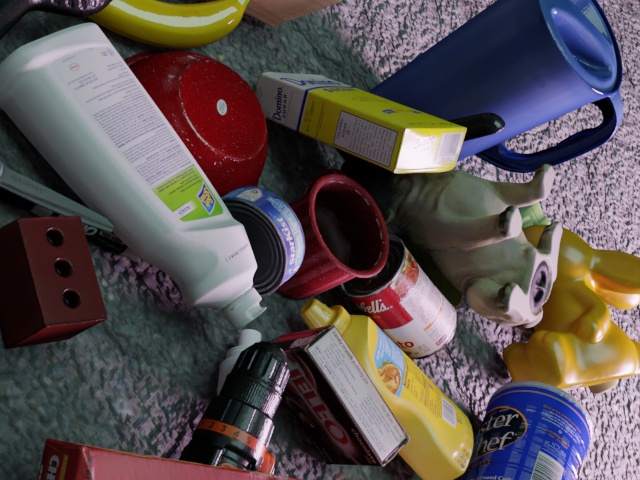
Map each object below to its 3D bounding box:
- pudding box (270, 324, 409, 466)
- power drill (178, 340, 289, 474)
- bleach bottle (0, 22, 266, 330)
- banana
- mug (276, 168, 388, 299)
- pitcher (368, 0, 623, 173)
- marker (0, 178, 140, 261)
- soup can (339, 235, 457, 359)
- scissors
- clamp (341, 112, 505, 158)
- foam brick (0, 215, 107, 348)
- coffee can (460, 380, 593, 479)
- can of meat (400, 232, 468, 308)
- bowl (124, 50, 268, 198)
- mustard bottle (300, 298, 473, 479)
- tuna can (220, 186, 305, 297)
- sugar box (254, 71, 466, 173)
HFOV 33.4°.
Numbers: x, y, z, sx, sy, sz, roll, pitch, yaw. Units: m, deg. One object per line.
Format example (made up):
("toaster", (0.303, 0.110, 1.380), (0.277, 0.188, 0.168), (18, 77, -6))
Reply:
("pudding box", (0.008, 0.123, 0.841), (0.039, 0.090, 0.113), (-40, 100, -27))
("power drill", (-0.020, 0.190, 0.776), (0.187, 0.057, 0.184), (36, 65, -23))
("bleach bottle", (-0.131, -0.037, 0.787), (0.251, 0.068, 0.102), (53, 39, -2))
("banana", (-0.145, -0.199, 0.888), (0.197, 0.037, 0.069), (4, 90, -31))
("mug", (-0.002, -0.009, 0.916), (0.093, 0.082, 0.117), (28, 51, -35))
("pitcher", (0.165, -0.144, 1.045), (0.144, 0.243, 0.149), (18, 57, -40))
("marker", (-0.181, -0.016, 0.777), (0.121, 0.020, 0.020), (28, 50, -34))
("soup can", (0.071, 0.052, 0.957), (0.102, 0.069, 0.068), (49, 40, -35))
("scissors", (-0.235, -0.067, 0.730), (0.201, 0.016, 0.096), (14, 53, -33))
("clamp", (0.093, -0.092, 1.018), (0.171, 0.120, 0.039), (23, 34, 8))
("foam brick", (-0.187, 0.027, 0.721), (0.052, 0.051, 0.078), (-5, 73, -49))
("coffee can", (0.185, 0.213, 0.975), (0.102, 0.103, 0.140), (49, 41, -15))
("can of meat", (0.135, 0.018, 1.068), (0.083, 0.058, 0.102), (-12, 77, -47))
("bowl", (-0.096, -0.097, 0.886), (0.161, 0.055, 0.162), (25, 52, -36))
("mustard bottle", (0.052, 0.121, 0.915), (0.191, 0.058, 0.096), (47, 22, -17))
("tuna can", (-0.056, 0.001, 0.850), (0.086, 0.086, 0.033), (59, 38, -5))
("sugar box", (0.031, -0.108, 0.949), (0.093, 0.176, 0.048), (-6, 118, -49))
